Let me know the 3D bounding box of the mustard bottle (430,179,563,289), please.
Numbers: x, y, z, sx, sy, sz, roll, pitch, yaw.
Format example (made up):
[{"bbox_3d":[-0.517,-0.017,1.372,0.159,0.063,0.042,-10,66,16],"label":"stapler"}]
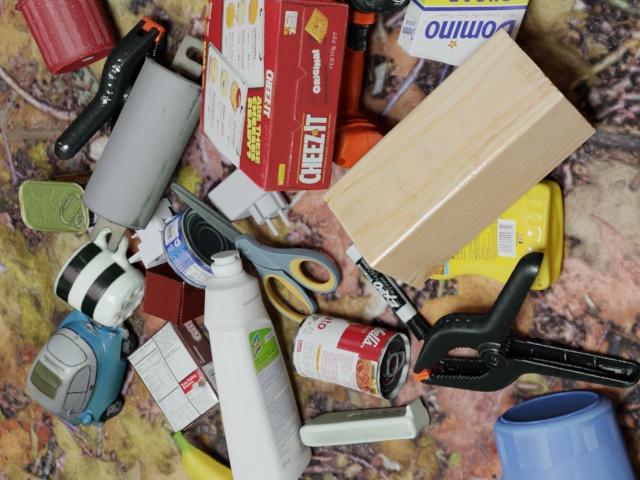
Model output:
[{"bbox_3d":[0.123,-0.011,0.981,0.192,0.058,0.096,4,104,31],"label":"mustard bottle"}]

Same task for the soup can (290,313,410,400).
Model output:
[{"bbox_3d":[0.030,0.115,1.068,0.102,0.068,0.068,11,109,30],"label":"soup can"}]

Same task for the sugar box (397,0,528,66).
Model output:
[{"bbox_3d":[0.135,-0.234,0.893,0.093,0.048,0.176,8,113,-17],"label":"sugar box"}]

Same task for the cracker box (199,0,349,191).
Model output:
[{"bbox_3d":[-0.049,-0.152,0.980,0.214,0.072,0.164,-139,50,-61],"label":"cracker box"}]

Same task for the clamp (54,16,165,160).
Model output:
[{"bbox_3d":[-0.210,-0.154,1.140,0.039,0.120,0.171,36,98,11],"label":"clamp"}]

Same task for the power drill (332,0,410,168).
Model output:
[{"bbox_3d":[0.035,-0.163,0.949,0.184,0.057,0.188,-131,40,-65],"label":"power drill"}]

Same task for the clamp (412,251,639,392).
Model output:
[{"bbox_3d":[0.174,0.101,0.977,0.164,0.036,0.210,42,137,-15],"label":"clamp"}]

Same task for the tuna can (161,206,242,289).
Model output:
[{"bbox_3d":[-0.124,0.006,1.124,0.034,0.086,0.086,-36,83,32],"label":"tuna can"}]

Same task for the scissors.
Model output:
[{"bbox_3d":[-0.057,0.001,1.082,0.096,0.016,0.201,-28,109,31],"label":"scissors"}]

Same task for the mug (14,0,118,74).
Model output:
[{"bbox_3d":[-0.274,-0.229,1.160,0.117,0.093,0.081,-10,104,65],"label":"mug"}]

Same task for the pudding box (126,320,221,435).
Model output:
[{"bbox_3d":[-0.157,0.152,1.214,0.090,0.039,0.113,-39,79,34],"label":"pudding box"}]

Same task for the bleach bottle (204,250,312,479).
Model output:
[{"bbox_3d":[-0.071,0.131,1.104,0.068,0.102,0.251,-5,105,21],"label":"bleach bottle"}]

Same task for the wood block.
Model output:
[{"bbox_3d":[0.116,-0.066,0.906,0.206,0.090,0.090,-43,59,15],"label":"wood block"}]

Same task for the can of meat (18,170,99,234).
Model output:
[{"bbox_3d":[-0.272,-0.046,1.203,0.102,0.083,0.057,4,105,31],"label":"can of meat"}]

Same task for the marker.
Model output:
[{"bbox_3d":[0.070,0.052,1.055,0.121,0.020,0.020,51,123,10],"label":"marker"}]

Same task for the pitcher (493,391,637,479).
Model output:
[{"bbox_3d":[0.242,0.262,0.942,0.149,0.145,0.243,-15,92,3],"label":"pitcher"}]

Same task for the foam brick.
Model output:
[{"bbox_3d":[-0.146,0.052,1.156,0.051,0.078,0.053,16,109,28],"label":"foam brick"}]

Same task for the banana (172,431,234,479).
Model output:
[{"bbox_3d":[-0.081,0.275,1.189,0.198,0.037,0.069,18,146,20],"label":"banana"}]
